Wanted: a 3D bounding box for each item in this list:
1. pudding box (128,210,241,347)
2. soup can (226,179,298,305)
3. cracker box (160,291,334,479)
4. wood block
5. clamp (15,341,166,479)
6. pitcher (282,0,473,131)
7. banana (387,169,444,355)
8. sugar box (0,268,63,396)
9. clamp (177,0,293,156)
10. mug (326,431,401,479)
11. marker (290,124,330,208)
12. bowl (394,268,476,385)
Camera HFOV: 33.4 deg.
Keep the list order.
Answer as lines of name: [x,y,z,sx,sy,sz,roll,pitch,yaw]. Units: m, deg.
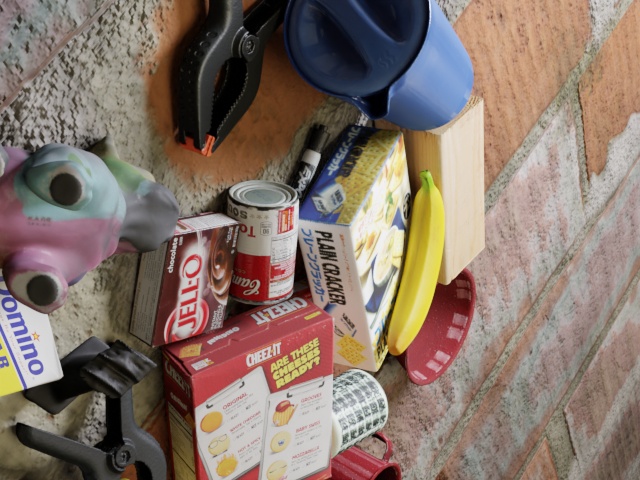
pudding box: [-0.123,0.034,0.969,0.089,0.039,0.113,-14,120,-51]
soup can: [-0.057,0.001,1.018,0.068,0.069,0.102,-25,128,-46]
cracker box: [-0.070,0.176,1.075,0.163,0.072,0.214,-21,126,-30]
wood block: [0.127,-0.065,1.221,0.090,0.091,0.206,-41,139,-36]
clamp: [-0.192,0.188,0.934,0.120,0.039,0.171,-31,111,-31]
pitcher: [0.067,-0.188,1.016,0.149,0.145,0.242,-59,160,6]
banana: [0.103,0.025,1.148,0.069,0.037,0.198,10,88,-55]
sugar box: [-0.259,0.072,0.734,0.175,0.048,0.093,-13,87,-60]
clamp: [-0.068,-0.175,0.926,0.164,0.036,0.210,2,107,-58]
mug: [0.046,0.290,1.324,0.093,0.082,0.117,33,81,-57]
marker: [-0.019,-0.060,1.080,0.020,0.020,0.121,21,91,-57]
bowl: [0.134,0.101,1.361,0.161,0.055,0.162,-32,133,-42]
